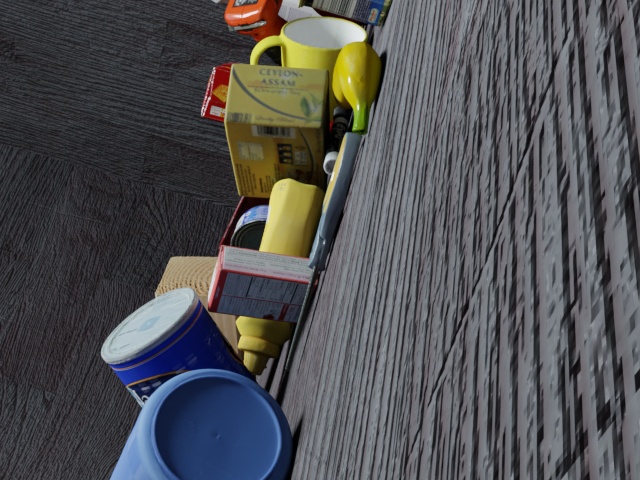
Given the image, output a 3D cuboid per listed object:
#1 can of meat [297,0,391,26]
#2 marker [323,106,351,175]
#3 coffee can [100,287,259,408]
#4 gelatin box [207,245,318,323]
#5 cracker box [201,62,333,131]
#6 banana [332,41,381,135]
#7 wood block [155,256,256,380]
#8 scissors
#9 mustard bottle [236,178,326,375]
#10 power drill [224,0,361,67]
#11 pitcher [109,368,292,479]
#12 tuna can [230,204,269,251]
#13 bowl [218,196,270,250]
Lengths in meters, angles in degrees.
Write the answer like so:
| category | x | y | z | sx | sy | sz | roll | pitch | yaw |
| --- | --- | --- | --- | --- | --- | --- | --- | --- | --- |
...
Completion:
| category | x | y | z | sx | sy | sz | roll | pitch | yaw |
| --- | --- | --- | --- | --- | --- | --- | --- | --- | --- |
| can of meat | 0.030 | -0.258 | 1.025 | 0.057 | 0.084 | 0.102 | 111 | 174 | -52 |
| marker | 0.018 | -0.101 | 1.050 | 0.121 | 0.020 | 0.020 | -80 | 7 | -57 |
| coffee can | -0.122 | 0.130 | 0.993 | 0.103 | 0.140 | 0.103 | -29 | 19 | 11 |
| gelatin box | -0.052 | 0.040 | 0.953 | 0.073 | 0.089 | 0.030 | 112 | 163 | -54 |
| cracker box | -0.059 | -0.179 | 1.380 | 0.213 | 0.164 | 0.072 | -94 | 18 | -79 |
| banana | 0.028 | -0.140 | 0.929 | 0.198 | 0.037 | 0.070 | -91 | 19 | -77 |
| wood block | -0.125 | 0.129 | 1.211 | 0.090 | 0.091 | 0.206 | -79 | -12 | -63 |
| scissors | 0.001 | 0.004 | 0.906 | 0.096 | 0.016 | 0.202 | -84 | 11 | -77 |
| mustard bottle | -0.043 | 0.040 | 1.064 | 0.096 | 0.058 | 0.191 | 124 | 162 | -79 |
| power drill | -0.021 | -0.242 | 1.207 | 0.187 | 0.057 | 0.184 | 45 | -128 | -44 |
| pitcher | -0.104 | 0.206 | 0.793 | 0.149 | 0.144 | 0.243 | 67 | 151 | 29 |
| tuna can | -0.058 | 0.002 | 1.225 | 0.033 | 0.086 | 0.086 | -76 | 4 | -51 |
| bowl | -0.069 | -0.049 | 1.342 | 0.162 | 0.055 | 0.162 | -63 | 3 | 5 |
